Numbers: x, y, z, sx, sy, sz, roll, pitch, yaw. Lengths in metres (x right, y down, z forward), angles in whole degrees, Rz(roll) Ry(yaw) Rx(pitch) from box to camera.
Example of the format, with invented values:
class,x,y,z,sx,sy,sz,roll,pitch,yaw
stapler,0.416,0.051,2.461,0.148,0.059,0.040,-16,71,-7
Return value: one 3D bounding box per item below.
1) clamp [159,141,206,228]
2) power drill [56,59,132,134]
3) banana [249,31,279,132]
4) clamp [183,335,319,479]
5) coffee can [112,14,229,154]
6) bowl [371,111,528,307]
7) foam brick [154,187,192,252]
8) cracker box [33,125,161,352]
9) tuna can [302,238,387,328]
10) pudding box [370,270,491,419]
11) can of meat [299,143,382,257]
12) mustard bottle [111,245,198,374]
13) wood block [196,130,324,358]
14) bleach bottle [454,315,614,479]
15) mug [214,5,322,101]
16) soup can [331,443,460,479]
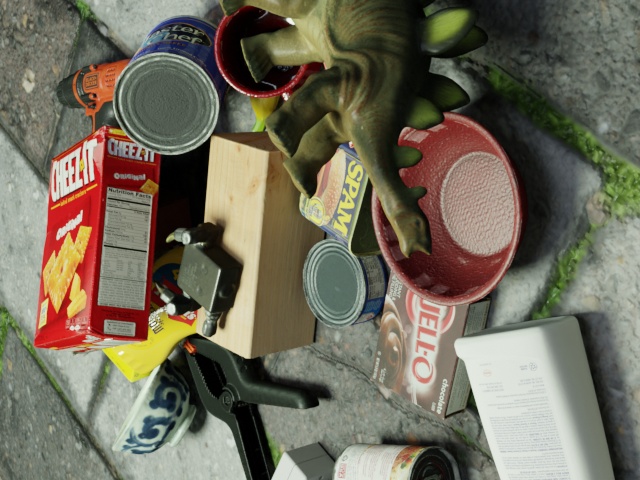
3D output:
class,x,y,z,sx,sy,sz,roll,pitch,yaw
clamp,-0.153,-0.080,1.195,0.120,0.039,0.171,30,124,33
power drill,-0.270,-0.120,1.288,0.185,0.057,0.187,-1,89,52
banana,-0.073,-0.211,1.088,0.070,0.037,0.198,-15,85,47
clamp,-0.087,0.182,1.163,0.210,0.036,0.165,38,122,40
coffee can,-0.144,-0.159,1.073,0.140,0.102,0.103,-84,11,-64
bowl,0.118,-0.028,0.893,0.162,0.055,0.162,9,103,46
foam brick,-0.185,-0.025,1.183,0.078,0.052,0.051,19,119,46
cracker box,-0.235,0.004,1.113,0.164,0.072,0.213,-15,70,56
tuna can,0.024,0.039,1.022,0.086,0.033,0.086,9,103,46
pudding box,0.096,0.088,0.947,0.090,0.039,0.113,24,113,42
can of meat,0.031,-0.049,0.986,0.084,0.057,0.102,36,121,41
mustard bottle,-0.153,0.061,1.173,0.192,0.058,0.096,-35,95,19
wood block,-0.058,0.001,1.063,0.090,0.090,0.206,21,111,44
bleach bottle,0.184,0.191,0.851,0.103,0.067,0.251,-15,87,48
mug,-0.038,-0.170,1.007,0.093,0.081,0.117,-28,89,14
soup can,0.068,0.221,0.977,0.102,0.068,0.068,-9,89,48
